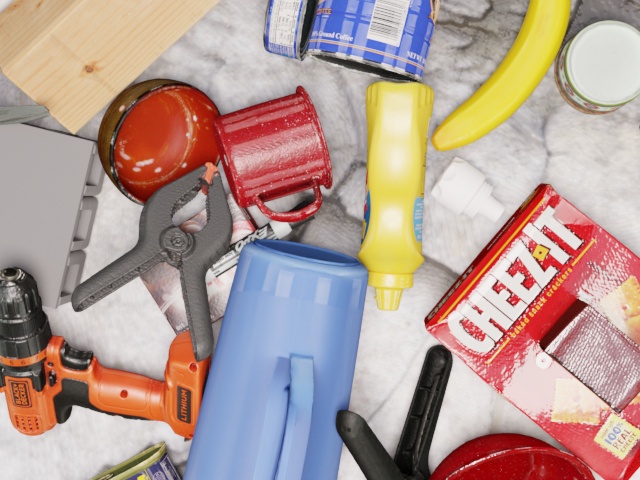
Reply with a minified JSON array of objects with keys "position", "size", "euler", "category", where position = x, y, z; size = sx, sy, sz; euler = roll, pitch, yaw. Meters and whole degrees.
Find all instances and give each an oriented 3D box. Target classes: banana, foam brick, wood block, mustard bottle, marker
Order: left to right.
[{"position":[-0.174,-0.203,0.908],"size":[0.206,0.090,0.090],"euler":[-41,133,5],"category":"wood block"},{"position":[-0.056,0.001,0.922],"size":[0.121,0.020,0.020],"euler":[-31,90,-1],"category":"marker"},{"position":[0.063,-0.036,0.908],"size":[0.058,0.096,0.191],"euler":[3,93,4],"category":"mustard bottle"},{"position":[0.165,-0.158,0.918],"size":[0.069,0.037,0.198],"euler":[23,100,-12],"category":"banana"},{"position":[0.221,0.090,0.849],"size":[0.078,0.053,0.051],"euler":[40,95,3],"category":"foam brick"}]

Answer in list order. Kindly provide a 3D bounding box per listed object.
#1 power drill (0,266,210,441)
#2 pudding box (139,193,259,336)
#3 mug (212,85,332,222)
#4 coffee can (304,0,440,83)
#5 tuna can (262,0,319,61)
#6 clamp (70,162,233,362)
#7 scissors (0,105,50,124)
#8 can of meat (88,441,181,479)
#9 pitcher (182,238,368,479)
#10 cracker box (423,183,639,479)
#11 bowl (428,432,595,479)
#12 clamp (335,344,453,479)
[{"position":[-0.190,0.103,0.922],"size":[0.187,0.057,0.184],"euler":[7,131,4],"category":"power drill"},{"position":[-0.099,0.024,0.953],"size":[0.113,0.039,0.090],"euler":[-32,89,5],"category":"pudding box"},{"position":[-0.039,-0.066,0.904],"size":[0.081,0.093,0.117],"euler":[-17,67,-8],"category":"mug"},{"position":[0.053,-0.212,0.896],"size":[0.103,0.103,0.140],"euler":[14,94,4],"category":"coffee can"},{"position":[-0.022,-0.199,0.913],"size":[0.034,0.086,0.086],"euler":[14,94,6],"category":"tuna can"},{"position":[-0.114,0.016,0.890],"size":[0.120,0.039,0.171],"euler":[33,66,-5],"category":"clamp"},{"position":[-0.295,-0.124,0.926],"size":[0.202,0.016,0.096],"euler":[-17,72,39],"category":"scissors"},{"position":[-0.166,0.244,0.963],"size":[0.102,0.057,0.084],"euler":[-28,93,6],"category":"can of meat"},{"position":[-0.033,0.128,0.877],"size":[0.149,0.144,0.243],"euler":[16,98,34],"category":"pitcher"},{"position":[0.220,0.080,0.911],"size":[0.214,0.072,0.164],"euler":[40,95,3],"category":"cracker box"},{"position":[0.150,0.217,0.912],"size":[0.162,0.055,0.162],"euler":[-7,126,-10],"category":"bowl"},{"position":[0.062,0.206,0.908],"size":[0.036,0.164,0.210],"euler":[10,104,35],"category":"clamp"}]
